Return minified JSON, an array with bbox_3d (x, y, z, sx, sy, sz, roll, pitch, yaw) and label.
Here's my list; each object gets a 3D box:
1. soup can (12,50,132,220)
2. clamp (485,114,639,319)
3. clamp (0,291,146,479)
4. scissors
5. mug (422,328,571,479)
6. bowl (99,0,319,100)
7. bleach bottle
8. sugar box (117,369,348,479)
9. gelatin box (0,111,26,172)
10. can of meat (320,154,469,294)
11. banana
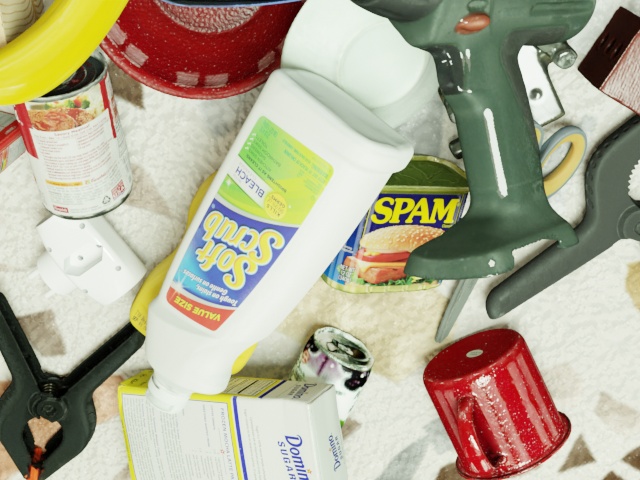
[{"bbox_3d":[-0.170,-0.073,0.734,0.068,0.068,0.102,-2,130,4],"label":"soup can"},{"bbox_3d":[0.215,-0.011,0.762,0.164,0.036,0.210,9,109,-2],"label":"clamp"},{"bbox_3d":[-0.219,0.115,0.833,0.120,0.039,0.172,23,112,-10],"label":"clamp"},{"bbox_3d":[0.138,-0.009,0.774,0.096,0.016,0.202,-18,137,-25],"label":"scissors"},{"bbox_3d":[0.123,0.123,0.781,0.093,0.117,0.081,-19,104,30],"label":"mug"},{"bbox_3d":[-0.078,-0.178,0.709,0.162,0.055,0.162,1,111,3],"label":"bowl"},{"bbox_3d":[-0.045,0.018,0.702,0.103,0.068,0.251,40,114,23],"label":"bleach bottle"},{"bbox_3d":[-0.067,0.150,0.797,0.176,0.048,0.093,0,105,28],"label":"sugar box"},{"bbox_3d":[-0.259,-0.074,0.750,0.089,0.073,0.030,14,110,-2],"label":"gelatin box"},{"bbox_3d":[0.049,-0.012,0.748,0.101,0.057,0.084,-1,117,-29],"label":"can of meat"},{"bbox_3d":[-0.153,-0.151,0.657,0.198,0.069,0.037,-49,57,0],"label":"banana"}]
